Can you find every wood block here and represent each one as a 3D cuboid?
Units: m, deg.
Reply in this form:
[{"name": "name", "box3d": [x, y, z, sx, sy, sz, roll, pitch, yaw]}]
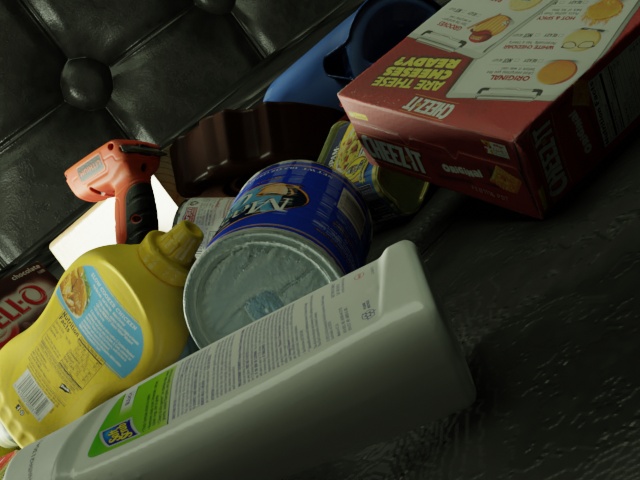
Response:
[{"name": "wood block", "box3d": [-0.186, -0.020, 1.129, 0.207, 0.090, 0.090, -33, 6, 42]}]

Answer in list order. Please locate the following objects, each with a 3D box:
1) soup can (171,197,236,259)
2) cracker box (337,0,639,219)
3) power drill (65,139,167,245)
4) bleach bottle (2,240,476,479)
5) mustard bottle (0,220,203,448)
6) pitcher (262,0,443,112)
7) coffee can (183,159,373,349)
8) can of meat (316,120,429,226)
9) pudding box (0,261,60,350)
[{"name": "soup can", "box3d": [-0.055, 0.001, 0.818, 0.102, 0.068, 0.068, 1, 28, 18]}, {"name": "cracker box", "box3d": [0.145, -0.118, 0.704, 0.213, 0.072, 0.164, -42, 36, -20]}, {"name": "power drill", "box3d": [-0.192, 0.013, 1.003, 0.185, 0.187, 0.057, -24, -18, 41]}, {"name": "bleach bottle", "box3d": [-0.054, 0.087, 0.519, 0.251, 0.068, 0.102, -24, 17, 7]}, {"name": "mustard bottle", "box3d": [-0.141, 0.060, 0.708, 0.192, 0.096, 0.058, -48, -21, 20]}, {"name": "pitcher", "box3d": [0.043, -0.155, 1.096, 0.145, 0.149, 0.243, -59, 18, -21]}, {"name": "coffee can", "box3d": [-0.023, 0.016, 0.696, 0.103, 0.103, 0.140, -32, 14, 19]}, {"name": "can of meat", "box3d": [0.044, -0.057, 0.840, 0.084, 0.057, 0.102, -18, 42, 48]}, {"name": "pudding box", "box3d": [-0.261, 0.076, 0.934, 0.113, 0.090, 0.039, -32, -24, -51]}]
